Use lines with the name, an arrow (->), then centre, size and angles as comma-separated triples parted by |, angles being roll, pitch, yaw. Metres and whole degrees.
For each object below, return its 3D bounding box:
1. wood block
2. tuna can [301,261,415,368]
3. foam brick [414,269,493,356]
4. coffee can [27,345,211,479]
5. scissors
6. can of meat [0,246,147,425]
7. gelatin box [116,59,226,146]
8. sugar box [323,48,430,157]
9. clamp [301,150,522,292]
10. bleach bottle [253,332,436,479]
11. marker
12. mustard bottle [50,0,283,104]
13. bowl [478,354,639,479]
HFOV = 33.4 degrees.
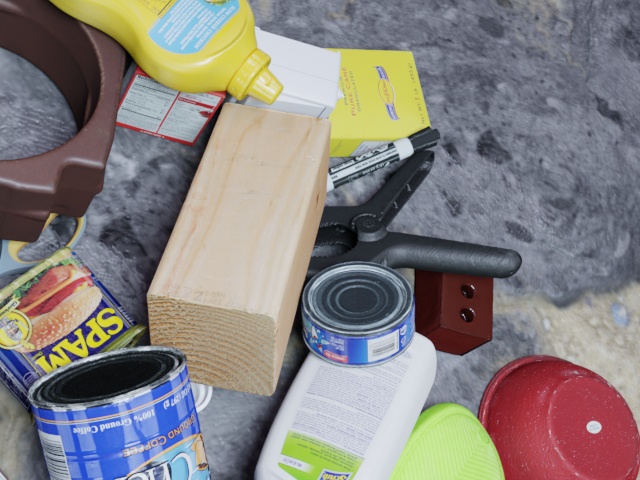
wood block -> -0.055, 0.001, 0.792 | 0.090, 0.091, 0.206 | 10, 46, 6
tuna can -> 0.028, 0.054, 0.798 | 0.086, 0.034, 0.086 | -2, 38, 2
foam brick -> 0.113, 0.052, 0.913 | 0.053, 0.051, 0.078 | 15, 61, -19
coffee can -> -0.123, 0.152, 0.693 | 0.102, 0.103, 0.140 | -18, 104, -31
scissors -> -0.262, 0.015, 0.773 | 0.201, 0.016, 0.096 | -36, 84, -34
can of meat -> -0.190, 0.066, 0.761 | 0.084, 0.058, 0.102 | 48, 57, 4
gelatin box -> -0.122, -0.116, 0.856 | 0.073, 0.089, 0.030 | 14, 62, -19
sugar box -> 0.007, -0.123, 0.946 | 0.175, 0.048, 0.093 | -3, 69, -27
clamp -> 0.041, -0.009, 0.893 | 0.209, 0.036, 0.165 | -12, 42, -11
bleach bottle -> -0.002, 0.153, 0.751 | 0.103, 0.068, 0.250 | 15, 39, 19
marker -> 0.049, -0.071, 0.930 | 0.121, 0.020, 0.020 | -24, 78, -7
mustard bottle -> -0.108, -0.166, 0.796 | 0.191, 0.058, 0.096 | 37, 60, 0
bowl -> 0.216, 0.167, 0.907 | 0.162, 0.055, 0.162 | 10, 63, -21
